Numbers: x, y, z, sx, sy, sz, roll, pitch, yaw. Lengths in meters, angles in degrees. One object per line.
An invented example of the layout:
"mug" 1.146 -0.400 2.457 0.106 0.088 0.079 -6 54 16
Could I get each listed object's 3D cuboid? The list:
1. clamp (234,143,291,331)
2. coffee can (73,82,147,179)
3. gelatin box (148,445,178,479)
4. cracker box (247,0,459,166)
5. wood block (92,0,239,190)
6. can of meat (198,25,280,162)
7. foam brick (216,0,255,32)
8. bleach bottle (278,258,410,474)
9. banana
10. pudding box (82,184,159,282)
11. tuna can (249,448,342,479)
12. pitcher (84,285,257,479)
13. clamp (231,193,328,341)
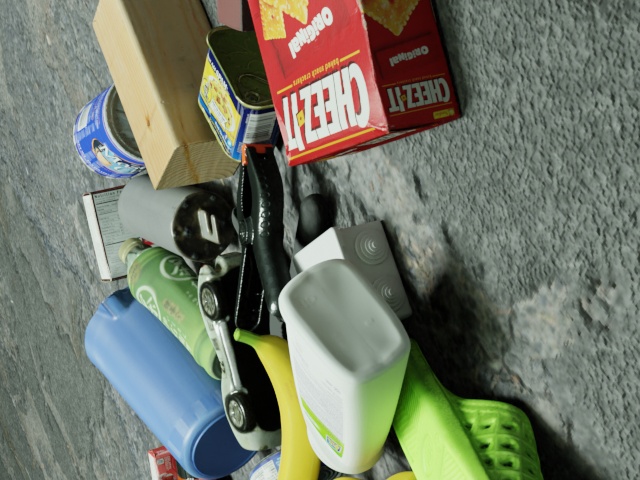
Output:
"clamp" -0.056 0.001 0.962 0.120 0.039 0.171 -36 53 57
"coffee can" -0.212 -0.129 1.203 0.141 0.102 0.103 -11 93 63
"gelatin box" -0.177 0.301 1.364 0.030 0.073 0.089 23 121 59
"cracker box" 0.009 -0.174 0.801 0.164 0.072 0.214 -11 93 63
"wood block" -0.153 -0.167 1.091 0.206 0.090 0.091 67 150 18
"can of meat" -0.072 -0.134 0.988 0.102 0.057 0.084 62 152 27
"foam brick" -0.057 -0.224 0.923 0.051 0.052 0.078 34 132 52
"bleach bottle" 0.015 0.120 0.856 0.103 0.068 0.251 51 159 24
"banana" -0.030 0.168 0.965 0.037 0.069 0.198 -177 76 -75
"pudding box" -0.235 -0.013 1.313 0.039 0.089 0.113 -6 97 62
"tuna can" -0.025 0.225 1.031 0.034 0.086 0.086 64 150 25
"pitcher" -0.159 0.166 1.231 0.243 0.148 0.145 41 122 43
"clamp" -0.029 0.056 1.014 0.165 0.036 0.210 9 110 60
